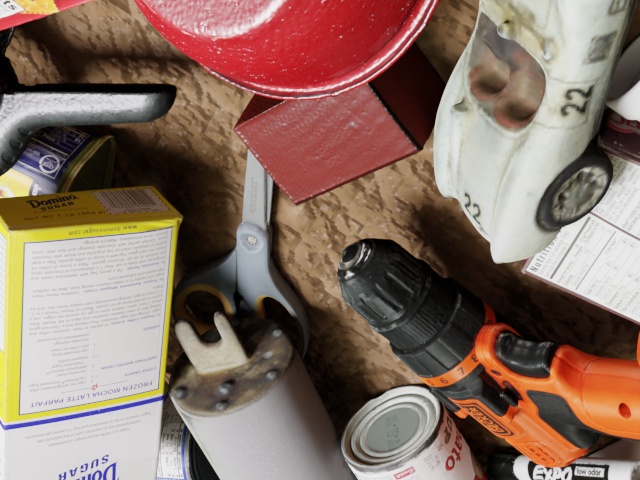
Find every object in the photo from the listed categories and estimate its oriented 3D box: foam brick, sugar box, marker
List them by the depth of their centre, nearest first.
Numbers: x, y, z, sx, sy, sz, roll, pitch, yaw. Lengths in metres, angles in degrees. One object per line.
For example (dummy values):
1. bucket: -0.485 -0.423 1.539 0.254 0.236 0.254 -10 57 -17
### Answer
1. foam brick: 0.009 -0.060 0.496 0.078 0.053 0.051 -21 118 38
2. sugar box: -0.131 0.061 0.575 0.048 0.093 0.176 43 130 48
3. marker: 0.137 0.131 0.606 0.020 0.020 0.121 45 154 -17

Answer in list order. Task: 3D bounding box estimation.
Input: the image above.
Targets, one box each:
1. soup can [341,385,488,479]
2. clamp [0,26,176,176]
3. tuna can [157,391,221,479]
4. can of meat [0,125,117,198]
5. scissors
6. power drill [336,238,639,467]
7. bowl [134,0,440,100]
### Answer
1. soup can: 0.064 0.146 0.646 0.069 0.068 0.102 -12 123 33
2. clamp: -0.156 -0.072 0.531 0.172 0.039 0.120 -40 89 23
3. tuna can: -0.073 0.132 0.684 0.034 0.086 0.086 -3 128 29
4. can of meat: -0.169 -0.029 0.606 0.084 0.057 0.102 25 135 6
5. scissors: -0.054 0.001 0.606 0.096 0.016 0.202 4 131 19
6. power drill: 0.116 0.054 0.503 0.184 0.057 0.188 38 158 -27
7. bowl: -0.030 -0.128 0.416 0.162 0.055 0.162 12 115 27
